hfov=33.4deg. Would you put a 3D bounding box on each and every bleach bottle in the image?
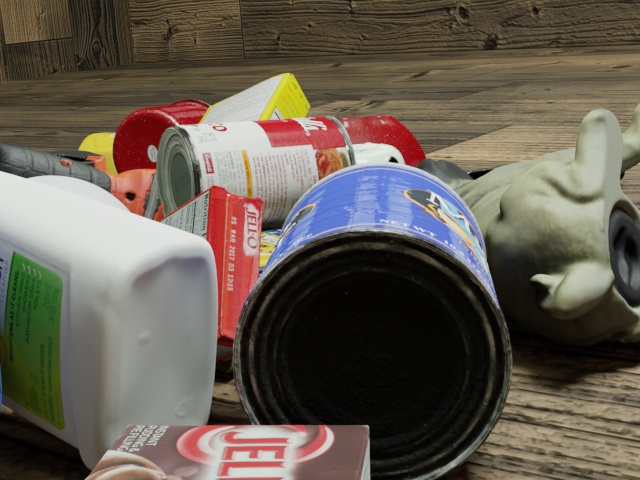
[{"bbox_3d":[-0.161,0.017,0.486,0.251,0.102,0.067,16,19,33],"label":"bleach bottle"}]

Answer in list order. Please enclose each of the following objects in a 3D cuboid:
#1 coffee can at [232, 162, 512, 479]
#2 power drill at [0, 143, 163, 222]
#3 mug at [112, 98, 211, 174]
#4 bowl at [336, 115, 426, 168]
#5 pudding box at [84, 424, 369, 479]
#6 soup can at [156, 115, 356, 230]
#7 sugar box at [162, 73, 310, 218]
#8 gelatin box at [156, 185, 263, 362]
[{"bbox_3d":[0.024,0.029,0.454,0.103,0.103,0.140,-3,14,6],"label":"coffee can"},{"bbox_3d":[-0.218,-0.043,0.784,0.187,0.057,0.185,15,-7,-25],"label":"power drill"},{"bbox_3d":[-0.147,-0.076,0.989,0.117,0.093,0.081,-41,-7,22],"label":"mug"},{"bbox_3d":[0.023,-0.081,0.964,0.162,0.055,0.162,-5,3,0],"label":"bowl"},{"bbox_3d":[-0.032,0.093,0.336,0.090,0.039,0.113,-2,14,8],"label":"pudding box"},{"bbox_3d":[-0.039,-0.038,0.634,0.102,0.068,0.069,-7,13,-26],"label":"soup can"},{"bbox_3d":[-0.073,-0.073,0.892,0.093,0.048,0.176,-20,28,26],"label":"sugar box"},{"bbox_3d":[-0.061,0.023,0.506,0.030,0.073,0.089,15,-24,-32],"label":"gelatin box"}]
